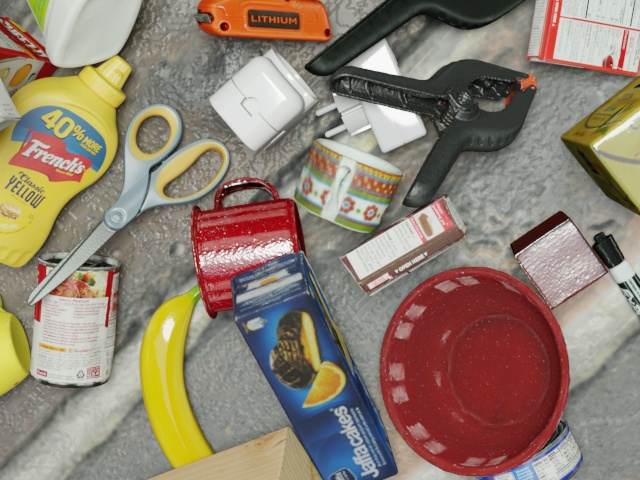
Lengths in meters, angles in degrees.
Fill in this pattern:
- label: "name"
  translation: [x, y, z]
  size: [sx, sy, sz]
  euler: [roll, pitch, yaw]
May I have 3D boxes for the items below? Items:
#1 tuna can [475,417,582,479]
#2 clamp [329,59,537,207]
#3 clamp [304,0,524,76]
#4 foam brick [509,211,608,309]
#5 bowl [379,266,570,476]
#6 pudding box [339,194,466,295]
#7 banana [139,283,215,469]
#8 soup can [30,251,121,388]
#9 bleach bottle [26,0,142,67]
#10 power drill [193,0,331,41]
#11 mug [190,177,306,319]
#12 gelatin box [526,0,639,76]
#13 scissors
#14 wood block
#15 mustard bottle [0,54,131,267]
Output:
- label: "tuna can"
  translation: [0.164, 0.175, 0.850]
  size: [0.086, 0.086, 0.034]
  euler: [-26, 95, 9]
- label: "clamp"
  translation: [0.100, -0.086, 0.800]
  size: [0.171, 0.039, 0.120]
  euler: [-12, 72, -26]
- label: "clamp"
  translation: [0.080, -0.218, 0.805]
  size: [0.209, 0.036, 0.164]
  euler: [-9, 99, -13]
- label: "foam brick"
  translation: [0.184, 0.014, 0.832]
  size: [0.051, 0.078, 0.053]
  euler: [-36, 89, 10]
- label: "bowl"
  translation: [0.129, 0.102, 0.842]
  size: [0.162, 0.055, 0.162]
  euler: [-4, 82, 34]
- label: "pudding box"
  translation: [0.067, 0.001, 0.827]
  size: [0.090, 0.113, 0.039]
  euler: [-32, 91, 8]
- label: "banana"
  translation: [-0.116, 0.133, 0.903]
  size: [0.069, 0.037, 0.198]
  euler: [-5, 96, 7]
- label: "soup can"
  translation: [-0.205, 0.065, 0.890]
  size: [0.068, 0.068, 0.102]
  euler: [7, 98, 6]
- label: "bleach bottle"
  translation: [-0.227, -0.264, 0.836]
  size: [0.251, 0.067, 0.103]
  euler: [59, 143, 16]
- label: "power drill"
  translation: [-0.025, -0.249, 0.822]
  size: [0.184, 0.057, 0.188]
  euler: [-1, 102, -16]
- label: "mug"
  translation: [-0.056, 0.001, 0.862]
  size: [0.081, 0.093, 0.117]
  euler: [-9, 60, 3]
- label: "gelatin box"
  translation: [0.207, -0.168, 0.817]
  size: [0.089, 0.030, 0.073]
  euler: [5, 98, -20]
- label: "scissors"
  translation: [-0.168, -0.038, 0.859]
  size: [0.201, 0.016, 0.096]
  euler: [-31, 89, -16]
- label: "wood block"
  translation: [-0.099, 0.242, 0.863]
  size: [0.206, 0.090, 0.090]
  euler: [-23, 113, 16]
- label: "mustard bottle"
  translation: [-0.222, -0.074, 0.869]
  size: [0.191, 0.058, 0.096]
  euler: [-48, 125, 4]
